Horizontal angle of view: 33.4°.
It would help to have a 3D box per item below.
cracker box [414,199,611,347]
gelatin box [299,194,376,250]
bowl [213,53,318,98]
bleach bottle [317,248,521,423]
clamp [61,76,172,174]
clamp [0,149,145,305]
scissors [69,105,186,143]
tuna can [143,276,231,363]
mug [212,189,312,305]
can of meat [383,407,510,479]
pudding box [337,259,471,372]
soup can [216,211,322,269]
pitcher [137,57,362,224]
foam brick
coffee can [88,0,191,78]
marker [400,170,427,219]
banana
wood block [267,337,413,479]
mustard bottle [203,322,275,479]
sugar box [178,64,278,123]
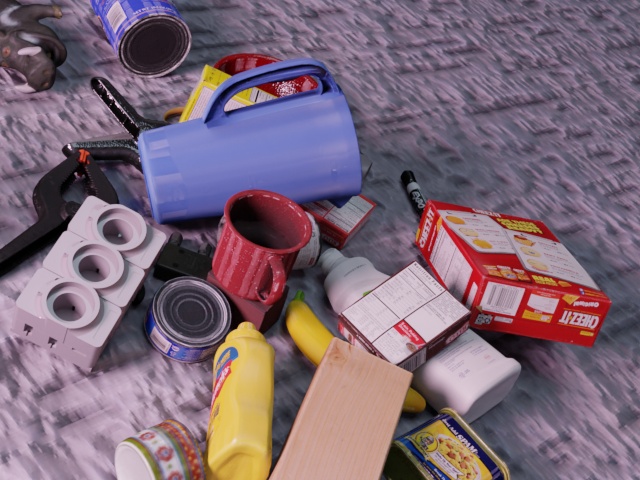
[{"bbox_3d":[0.220,0.036,1.265,0.164,0.072,0.214,10,23,-17],"label":"cracker box"},{"bbox_3d":[0.017,-0.035,1.320,0.073,0.030,0.089,32,40,9],"label":"gelatin box"},{"bbox_3d":[-0.074,-0.181,1.422,0.162,0.055,0.162,14,39,-12],"label":"bowl"},{"bbox_3d":[0.096,0.093,1.186,0.102,0.068,0.251,-24,56,-40],"label":"bleach bottle"},{"bbox_3d":[-0.218,-0.128,1.283,0.171,0.039,0.120,17,65,-22],"label":"clamp"},{"bbox_3d":[-0.258,-0.016,1.156,0.164,0.036,0.210,16,43,-11],"label":"clamp"},{"bbox_3d":[-0.204,-0.122,1.322,0.096,0.016,0.201,39,42,19],"label":"scissors"},{"bbox_3d":[-0.135,0.080,1.094,0.086,0.034,0.086,12,53,-17],"label":"tuna can"},{"bbox_3d":[-0.060,0.016,1.096,0.093,0.082,0.117,-2,46,-27],"label":"mug"},{"bbox_3d":[0.120,0.226,1.049,0.083,0.057,0.102,-20,55,-38],"label":"can of meat"},{"bbox_3d":[0.088,0.085,1.122,0.113,0.039,0.090,-32,58,-22],"label":"pudding box"},{"bbox_3d":[-0.058,0.001,1.210,0.102,0.069,0.068,-3,45,-29],"label":"soup can"},{"bbox_3d":[-0.082,-0.102,1.212,0.242,0.145,0.149,-12,76,-8],"label":"pitcher"},{"bbox_3d":[-0.082,0.060,1.143,0.078,0.051,0.052,32,40,11],"label":"foam brick"},{"bbox_3d":[-0.245,-0.302,1.440,0.102,0.103,0.140,-5,46,-30],"label":"coffee can"},{"bbox_3d":[0.131,-0.050,1.401,0.020,0.020,0.121,2,43,-24],"label":"marker"},{"bbox_3d":[0.025,0.122,1.136,0.198,0.037,0.069,42,45,22],"label":"banana"},{"bbox_3d":[0.010,0.201,0.997,0.091,0.090,0.206,25,38,1],"label":"wood block"},{"bbox_3d":[-0.075,0.148,1.008,0.058,0.096,0.191,16,37,-12],"label":"mustard bottle"},{"bbox_3d":[-0.081,-0.138,1.324,0.176,0.093,0.048,23,39,-14],"label":"sugar box"}]
